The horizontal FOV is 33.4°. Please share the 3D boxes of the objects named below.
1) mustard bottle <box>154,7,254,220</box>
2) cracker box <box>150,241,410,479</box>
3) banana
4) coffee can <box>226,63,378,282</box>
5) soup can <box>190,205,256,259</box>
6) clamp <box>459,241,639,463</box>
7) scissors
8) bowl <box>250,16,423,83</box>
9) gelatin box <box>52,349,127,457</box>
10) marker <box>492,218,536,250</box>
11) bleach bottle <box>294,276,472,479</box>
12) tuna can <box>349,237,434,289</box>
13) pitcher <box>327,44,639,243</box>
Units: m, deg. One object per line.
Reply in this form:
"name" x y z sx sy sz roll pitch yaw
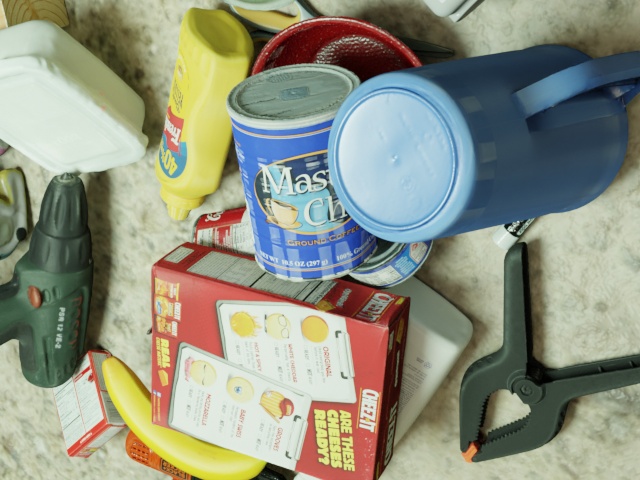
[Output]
"mustard bottle" -0.107 -0.098 0.933 0.096 0.058 0.192 -118 36 -45
"cracker box" -0.038 0.105 0.914 0.214 0.072 0.164 13 117 19
"banana" -0.131 0.180 1.017 0.198 0.037 0.069 25 89 10
"coffee can" -0.012 -0.053 0.833 0.103 0.102 0.140 6 124 22
"soup can" -0.056 0.001 0.961 0.102 0.068 0.068 -9 105 26
"clamp" 0.191 0.122 0.915 0.164 0.036 0.210 31 120 11
"scissors" 0.006 -0.158 0.903 0.202 0.016 0.096 27 119 12
"bowl" 0.025 -0.117 0.877 0.162 0.055 0.162 11 126 15
"gelatin box" -0.239 0.168 1.104 0.073 0.030 0.089 -40 56 30
"marker" 0.183 -0.040 0.868 0.020 0.020 0.121 40 120 5
"bleach bottle" 0.035 0.148 0.980 0.102 0.068 0.251 37 121 8
"tuna can" 0.051 -0.004 0.901 0.086 0.086 0.033 -17 142 28
"pitcher" 0.121 -0.074 0.745 0.145 0.242 0.149 24 113 29
